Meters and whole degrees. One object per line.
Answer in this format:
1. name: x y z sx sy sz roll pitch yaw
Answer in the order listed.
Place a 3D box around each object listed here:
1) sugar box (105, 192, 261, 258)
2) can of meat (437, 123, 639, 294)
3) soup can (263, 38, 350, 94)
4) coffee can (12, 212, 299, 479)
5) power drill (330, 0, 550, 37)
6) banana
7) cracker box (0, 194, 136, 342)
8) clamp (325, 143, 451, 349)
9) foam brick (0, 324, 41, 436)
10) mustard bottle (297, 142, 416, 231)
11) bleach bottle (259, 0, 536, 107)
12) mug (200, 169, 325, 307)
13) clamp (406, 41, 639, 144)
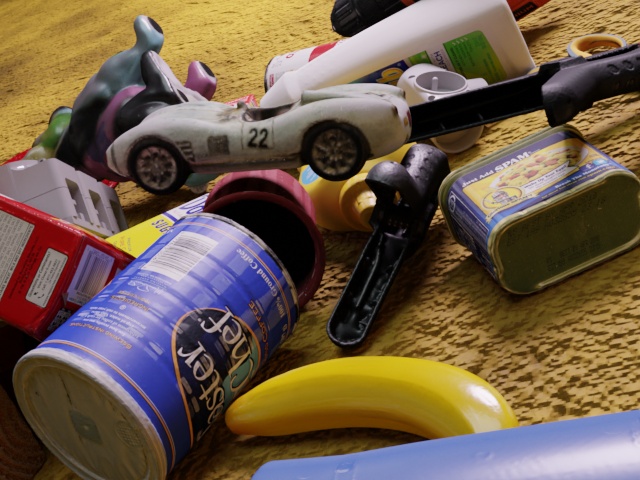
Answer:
1. sugar box: -0.132 0.019 0.817 0.176 0.048 0.093 -27 24 -3
2. can of meat: 0.133 -0.019 0.640 0.102 0.057 0.084 -25 26 -2
3. soup can: 0.006 -0.151 1.005 0.102 0.068 0.068 -7 29 32
4. coffee can: -0.092 0.064 0.620 0.103 0.103 0.140 -2 32 39
5. power drill: 0.121 -0.227 0.956 0.185 0.057 0.187 -27 -13 32
6. banana: 0.031 0.087 0.541 0.198 0.037 0.069 5 36 48
7. cracker box: -0.225 0.001 0.693 0.214 0.164 0.072 23 84 13
8. clamp: 0.047 -0.005 0.675 0.039 0.120 0.171 27 21 13
9. foam brick: -0.209 0.097 0.721 0.051 0.053 0.078 -27 23 -7
10. mustard bottle: 0.027 -0.055 0.804 0.096 0.058 0.191 -30 23 9
11. bleach bottle: 0.051 -0.134 0.918 0.251 0.102 0.068 -25 48 14
12. mug: -0.055 0.001 0.729 0.117 0.093 0.081 -14 20 5
13. clamp: 0.154 -0.102 0.718 0.209 0.036 0.165 -22 13 -38
